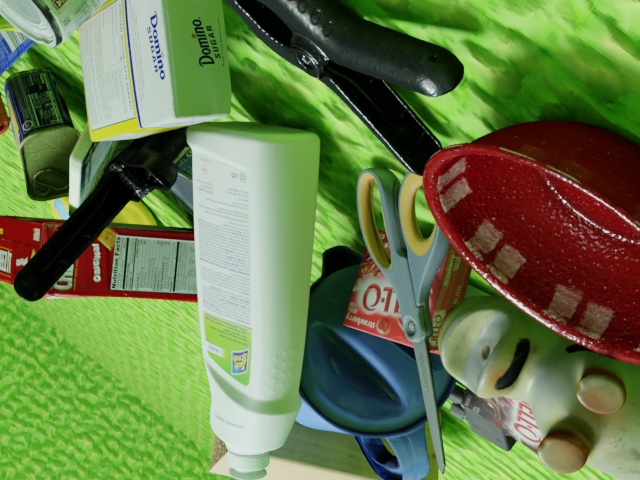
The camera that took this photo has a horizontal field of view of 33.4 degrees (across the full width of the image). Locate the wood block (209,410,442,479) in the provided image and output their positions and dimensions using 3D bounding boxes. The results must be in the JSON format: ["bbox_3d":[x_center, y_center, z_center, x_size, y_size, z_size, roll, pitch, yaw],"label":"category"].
[{"bbox_3d":[0.006,0.197,1.050,0.206,0.090,0.091,15,150,-12],"label":"wood block"}]

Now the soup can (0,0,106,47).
[{"bbox_3d":[-0.143,-0.170,0.619,0.068,0.102,0.068,35,162,13],"label":"soup can"}]

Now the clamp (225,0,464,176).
[{"bbox_3d":[0.008,-0.108,0.569,0.171,0.039,0.120,39,160,4],"label":"clamp"}]

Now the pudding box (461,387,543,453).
[{"bbox_3d":[0.157,0.118,0.804,0.090,0.039,0.113,34,161,17],"label":"pudding box"}]

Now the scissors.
[{"bbox_3d":[0.069,0.041,0.671,0.096,0.016,0.202,-38,66,55],"label":"scissors"}]

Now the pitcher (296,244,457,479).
[{"bbox_3d":[0.026,0.112,0.897,0.145,0.149,0.243,24,165,-3],"label":"pitcher"}]

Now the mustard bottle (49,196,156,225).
[{"bbox_3d":[-0.266,-0.033,1.246,0.192,0.058,0.096,15,150,52],"label":"mustard bottle"}]

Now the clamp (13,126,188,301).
[{"bbox_3d":[-0.150,-0.042,0.813,0.036,0.165,0.210,46,-159,-16],"label":"clamp"}]

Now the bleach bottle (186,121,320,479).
[{"bbox_3d":[-0.052,0.045,0.759,0.103,0.067,0.251,17,108,51],"label":"bleach bottle"}]

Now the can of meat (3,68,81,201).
[{"bbox_3d":[-0.266,-0.102,1.024,0.102,0.057,0.084,101,149,-55],"label":"can of meat"}]

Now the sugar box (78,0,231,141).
[{"bbox_3d":[-0.113,-0.118,0.707,0.176,0.048,0.093,2,99,60],"label":"sugar box"}]

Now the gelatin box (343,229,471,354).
[{"bbox_3d":[0.060,0.035,0.740,0.030,0.073,0.089,17,179,-37],"label":"gelatin box"}]

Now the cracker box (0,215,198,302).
[{"bbox_3d":[-0.183,0.020,1.012,0.213,0.072,0.164,4,-179,-30],"label":"cracker box"}]

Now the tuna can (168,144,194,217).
[{"bbox_3d":[-0.097,-0.044,0.931,0.086,0.033,0.086,35,161,14],"label":"tuna can"}]

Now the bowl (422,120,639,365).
[{"bbox_3d":[0.132,-0.008,0.534,0.162,0.055,0.162,35,161,14],"label":"bowl"}]
